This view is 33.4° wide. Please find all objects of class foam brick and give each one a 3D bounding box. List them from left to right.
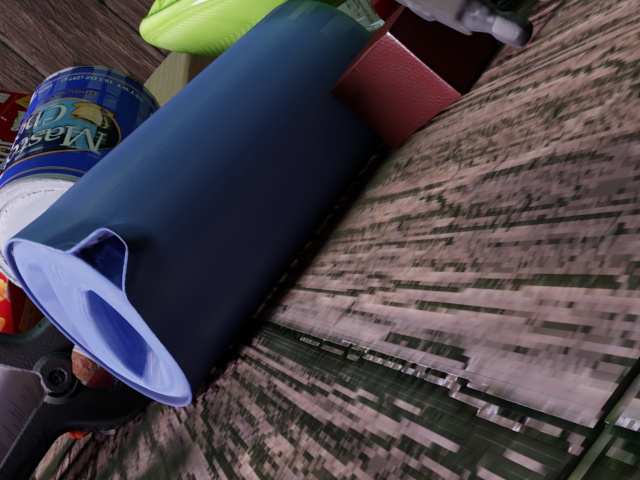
[{"bbox_3d":[0.051,-0.097,0.587,0.051,0.053,0.078,-54,9,-28],"label":"foam brick"}]

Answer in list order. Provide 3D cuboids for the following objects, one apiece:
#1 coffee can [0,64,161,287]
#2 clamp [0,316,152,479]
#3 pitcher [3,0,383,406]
[{"bbox_3d":[-0.166,-0.042,0.737,0.103,0.102,0.140,-45,26,31],"label":"coffee can"},{"bbox_3d":[-0.188,0.086,0.722,0.209,0.164,0.036,-29,3,-17],"label":"clamp"},{"bbox_3d":[-0.059,-0.027,0.643,0.149,0.145,0.242,7,49,49],"label":"pitcher"}]
